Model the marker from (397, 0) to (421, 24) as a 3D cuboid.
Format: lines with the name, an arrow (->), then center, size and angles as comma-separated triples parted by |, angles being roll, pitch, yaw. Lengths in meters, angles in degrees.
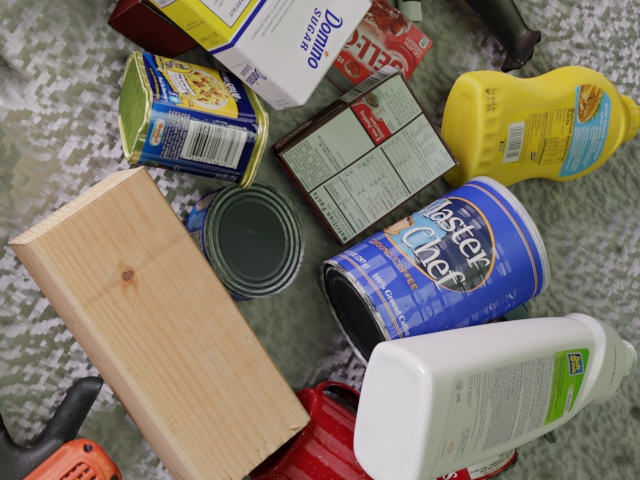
marker -> 0.067, -0.233, 0.849 | 0.020, 0.020, 0.121 | -4, 91, -25

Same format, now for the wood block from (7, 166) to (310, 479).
wood block -> -0.108, 0.062, 0.722 | 0.090, 0.090, 0.206 | -37, 104, -20

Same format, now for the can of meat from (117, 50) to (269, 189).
can of meat -> -0.090, -0.084, 0.728 | 0.083, 0.102, 0.057 | 10, 118, -22

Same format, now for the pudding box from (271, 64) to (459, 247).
pudding box -> 0.034, -0.063, 0.802 | 0.113, 0.039, 0.090 | -35, 108, -1

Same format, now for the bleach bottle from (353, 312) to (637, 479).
bleach bottle -> 0.142, 0.109, 0.778 | 0.250, 0.068, 0.102 | -4, 111, -38

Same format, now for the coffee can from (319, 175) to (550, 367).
coffee can -> 0.085, 0.028, 0.798 | 0.140, 0.103, 0.103 | -29, 101, -16

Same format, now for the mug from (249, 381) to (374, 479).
mug -> 0.006, 0.153, 0.782 | 0.081, 0.093, 0.117 | 37, 46, -15

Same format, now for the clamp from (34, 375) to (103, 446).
clamp -> -0.183, 0.186, 0.711 | 0.171, 0.039, 0.120 | -39, 94, -15

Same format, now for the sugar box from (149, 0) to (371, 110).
sugar box -> -0.059, -0.173, 0.688 | 0.176, 0.048, 0.093 | 41, 72, -24

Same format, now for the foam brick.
foam brick -> -0.104, -0.163, 0.735 | 0.051, 0.078, 0.053 | 32, 77, -24

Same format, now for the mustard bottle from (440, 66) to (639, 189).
mustard bottle -> 0.193, -0.095, 0.879 | 0.191, 0.058, 0.096 | -8, 118, -26

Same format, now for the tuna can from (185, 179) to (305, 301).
tuna can -> -0.055, 0.001, 0.769 | 0.085, 0.034, 0.086 | 7, 78, -36

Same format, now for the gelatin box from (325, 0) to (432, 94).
gelatin box -> 0.034, -0.152, 0.825 | 0.089, 0.030, 0.073 | 41, 73, -19
